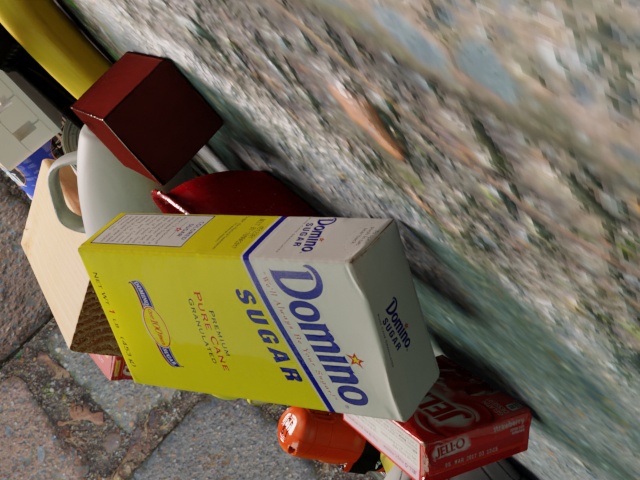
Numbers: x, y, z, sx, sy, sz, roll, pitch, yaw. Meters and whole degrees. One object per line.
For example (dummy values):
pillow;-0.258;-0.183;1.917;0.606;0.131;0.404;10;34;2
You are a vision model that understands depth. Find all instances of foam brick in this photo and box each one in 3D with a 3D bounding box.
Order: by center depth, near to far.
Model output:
foam brick;-0.102;-0.073;0.620;0.053;0.051;0.078;50;169;-28

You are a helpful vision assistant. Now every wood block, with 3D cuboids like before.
wood block;-0.186;0.012;0.919;0.090;0.091;0.206;9;-161;-29

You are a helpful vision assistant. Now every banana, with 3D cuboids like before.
banana;-0.173;-0.132;0.699;0.070;0.037;0.197;33;166;46

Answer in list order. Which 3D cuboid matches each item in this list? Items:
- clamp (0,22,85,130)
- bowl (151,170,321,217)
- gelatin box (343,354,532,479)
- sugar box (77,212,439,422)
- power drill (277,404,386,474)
clamp;-0.216;-0.136;0.769;0.164;0.036;0.210;26;-156;-51
bowl;-0.026;0.009;0.645;0.162;0.055;0.162;42;171;8
gelatin box;0.065;0.100;0.613;0.089;0.073;0.030;30;126;57
sugar box;-0.035;0.035;0.540;0.177;0.048;0.093;3;123;37
power drill;0.012;0.155;1.029;0.184;0.057;0.188;19;-167;-36
